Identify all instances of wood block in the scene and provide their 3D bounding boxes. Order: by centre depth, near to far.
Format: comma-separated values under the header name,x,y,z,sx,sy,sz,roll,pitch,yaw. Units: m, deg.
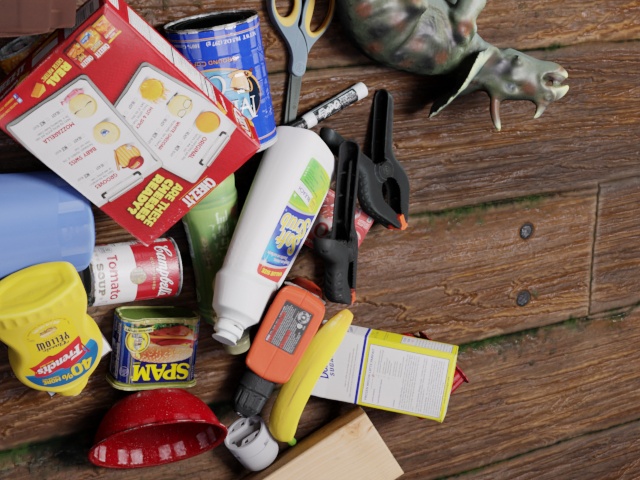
name,x,y,z,sx,sy,sz,roll,pitch,yaw
wood block,-0.012,0.300,1.324,0.206,0.090,0.091,-33,91,-4

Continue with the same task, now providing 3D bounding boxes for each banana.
name,x,y,z,sx,sy,sz,roll,pitch,yaw
banana,-0.020,0.171,1.300,0.198,0.037,0.069,-65,164,16

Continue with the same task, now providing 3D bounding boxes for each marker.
name,x,y,z,sx,sy,sz,roll,pitch,yaw
marker,0.005,-0.152,1.259,0.121,0.020,0.020,-33,119,-24

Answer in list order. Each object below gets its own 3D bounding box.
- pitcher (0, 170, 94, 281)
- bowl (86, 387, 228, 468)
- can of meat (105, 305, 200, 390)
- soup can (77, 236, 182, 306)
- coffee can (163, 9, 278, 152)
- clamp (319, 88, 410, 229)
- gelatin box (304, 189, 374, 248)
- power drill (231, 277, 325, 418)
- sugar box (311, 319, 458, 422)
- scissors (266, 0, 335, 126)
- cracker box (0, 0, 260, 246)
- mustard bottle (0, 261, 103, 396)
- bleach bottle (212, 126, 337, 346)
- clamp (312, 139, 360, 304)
name,x,y,z,sx,sy,sz,roll,pitch,yaw
pitcher,-0.355,0.007,1.063,0.242,0.145,0.149,-10,150,-29
bowl,-0.190,0.211,1.227,0.161,0.162,0.055,1,61,-29
can of meat,-0.191,0.122,1.227,0.101,0.058,0.084,1,103,-28
soup can,-0.212,0.034,1.181,0.102,0.069,0.068,-6,108,-26
coffee can,-0.106,-0.169,1.153,0.102,0.103,0.140,-18,113,-23
clamp,0.072,-0.096,1.298,0.120,0.039,0.171,-42,121,-24
gelatin box,0.014,-0.018,1.309,0.089,0.030,0.073,30,90,-32
power drill,-0.052,0.123,1.231,0.057,0.188,0.184,26,83,-2
sugar box,0.077,0.162,1.336,0.176,0.048,0.093,12,103,11
scissors,-0.040,-0.213,1.225,0.096,0.016,0.202,18,96,-35
cracker box,-0.192,-0.120,1.054,0.164,0.072,0.213,-39,122,15
mustard bottle,-0.275,0.105,1.099,0.096,0.058,0.192,-24,145,-15
bleach bottle,-0.058,0.001,1.191,0.250,0.068,0.102,-69,151,-20
clamp,0.021,0.012,1.230,0.036,0.164,0.210,8,133,11
